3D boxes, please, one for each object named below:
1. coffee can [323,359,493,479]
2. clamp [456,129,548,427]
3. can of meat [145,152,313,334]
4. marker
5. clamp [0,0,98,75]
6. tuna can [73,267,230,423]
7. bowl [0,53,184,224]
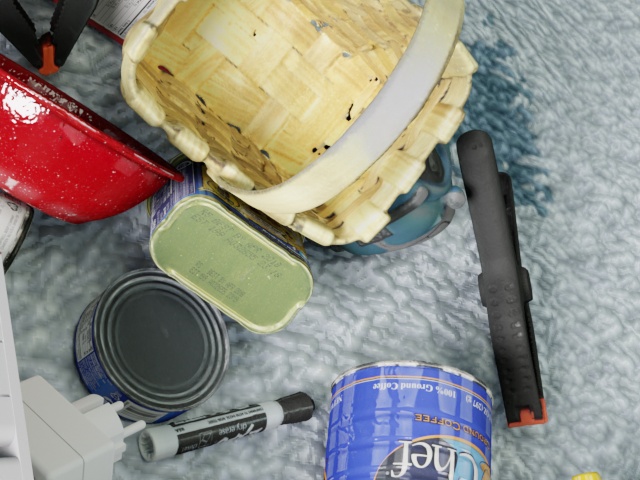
[{"bbox_3d":[0.050,0.156,0.631,0.102,0.103,0.140,25,54,-26],"label":"coffee can"},{"bbox_3d":[0.131,0.027,0.770,0.164,0.036,0.210,39,43,-68],"label":"clamp"},{"bbox_3d":[-0.054,0.001,0.637,0.102,0.057,0.084,35,12,-19],"label":"can of meat"},{"bbox_3d":[-0.052,0.109,0.634,0.120,0.020,0.020,-7,72,-40],"label":"marker"},{"bbox_3d":[-0.159,-0.183,0.616,0.120,0.171,0.039,-12,35,-3],"label":"clamp"},{"bbox_3d":[-0.097,0.061,0.614,0.086,0.034,0.086,18,57,-30],"label":"tuna can"},{"bbox_3d":[-0.156,-0.056,0.580,0.162,0.162,0.055,33,91,-21],"label":"bowl"}]
